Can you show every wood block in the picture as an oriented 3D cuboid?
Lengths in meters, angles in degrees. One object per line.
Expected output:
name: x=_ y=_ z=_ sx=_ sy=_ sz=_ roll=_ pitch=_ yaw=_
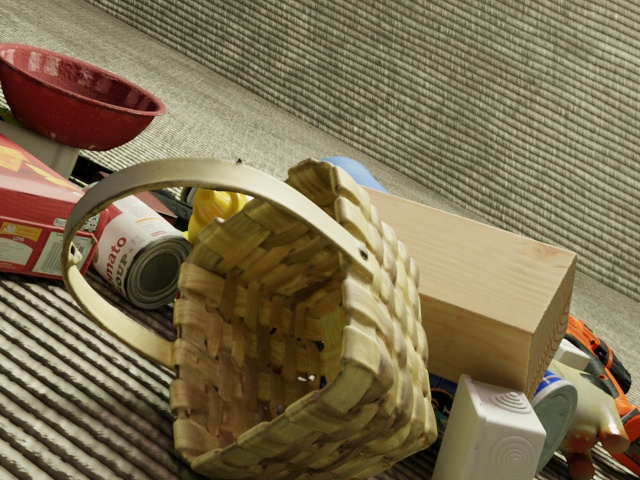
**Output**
wood block: x=0.080 y=0.037 z=0.821 sx=0.206 sy=0.090 sz=0.090 roll=19 pitch=49 yaw=24

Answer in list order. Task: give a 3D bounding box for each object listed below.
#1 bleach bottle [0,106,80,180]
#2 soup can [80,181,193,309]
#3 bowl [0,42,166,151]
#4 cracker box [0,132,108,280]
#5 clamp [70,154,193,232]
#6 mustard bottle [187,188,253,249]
bleach bottle: x=-0.346 y=-0.109 z=0.971 sx=0.250 sy=0.068 sz=0.102 roll=22 pitch=11 yaw=-14
soup can: x=-0.156 y=0.004 z=0.866 sx=0.102 sy=0.068 sz=0.068 roll=36 pitch=13 yaw=38
bowl: x=-0.224 y=-0.123 z=0.968 sx=0.162 sy=0.055 sz=0.162 roll=21 pitch=14 yaw=-6
cracker box: x=-0.287 y=-0.053 z=0.801 sx=0.214 sy=0.072 sz=0.163 roll=33 pitch=11 yaw=33
clamp: x=-0.171 y=-0.036 z=1.099 sx=0.209 sy=0.036 sz=0.165 roll=25 pitch=2 yaw=-24
mustard bottle: x=-0.056 y=0.002 z=0.888 sx=0.096 sy=0.058 sz=0.191 roll=-10 pitch=-26 yaw=17
